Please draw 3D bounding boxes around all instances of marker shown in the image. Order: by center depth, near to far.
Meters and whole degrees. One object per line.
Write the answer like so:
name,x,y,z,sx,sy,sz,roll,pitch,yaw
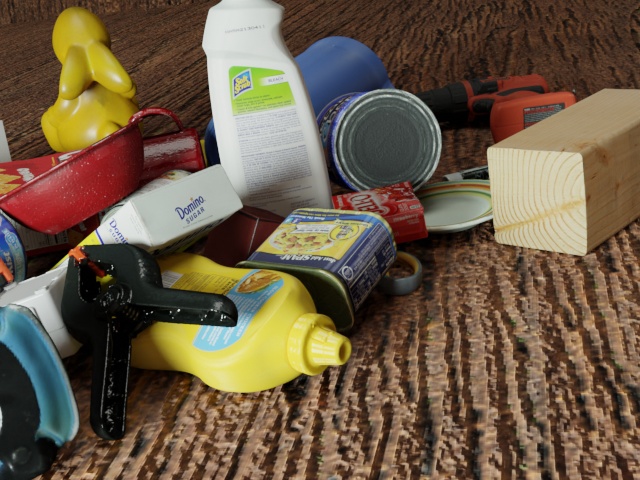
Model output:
marker,0.181,-0.071,1.092,0.121,0.020,0.020,-15,21,-19

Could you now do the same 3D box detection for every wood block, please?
wood block,0.246,-0.067,0.953,0.091,0.090,0.205,10,27,41

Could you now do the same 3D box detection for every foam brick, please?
foam brick,-0.056,0.001,0.913,0.052,0.051,0.078,11,7,-33

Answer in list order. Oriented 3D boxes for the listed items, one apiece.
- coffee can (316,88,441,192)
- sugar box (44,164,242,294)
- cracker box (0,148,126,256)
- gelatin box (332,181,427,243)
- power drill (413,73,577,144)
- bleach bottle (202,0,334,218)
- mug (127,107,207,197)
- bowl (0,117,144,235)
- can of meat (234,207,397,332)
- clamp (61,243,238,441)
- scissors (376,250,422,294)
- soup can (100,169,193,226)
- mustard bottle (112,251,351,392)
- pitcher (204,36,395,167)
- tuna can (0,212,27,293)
coffee can,0.051,-0.096,1.049,0.102,0.103,0.140,-11,8,-8
sugar box,-0.146,0.002,0.864,0.093,0.048,0.177,-26,-1,-40
cracker box,-0.316,-0.038,1.114,0.213,0.072,0.164,-12,20,-14
gelatin box,0.050,-0.021,0.932,0.073,0.030,0.089,-12,19,1
power drill,0.207,-0.156,1.263,0.184,0.057,0.188,-11,20,-8
bleach bottle,-0.046,-0.117,0.963,0.102,0.251,0.068,-12,20,-12
mug,-0.161,-0.080,1.096,0.081,0.117,0.093,-13,17,-4
bowl,-0.220,-0.051,0.979,0.162,0.055,0.162,-28,10,5
can of meat,-0.002,0.019,0.825,0.102,0.057,0.083,5,38,34
clamp,-0.126,0.046,0.734,0.120,0.039,0.172,-34,45,-1
scissors,0.025,0.010,0.930,0.096,0.016,0.202,-13,20,-14
soup can,-0.153,-0.019,1.005,0.069,0.068,0.102,1,22,22
mustard bottle,-0.060,0.060,0.753,0.192,0.058,0.096,9,45,37
pitcher,-0.034,-0.137,1.207,0.149,0.145,0.242,-39,1,38
tuna can,-0.299,0.014,0.942,0.086,0.086,0.033,6,22,34
